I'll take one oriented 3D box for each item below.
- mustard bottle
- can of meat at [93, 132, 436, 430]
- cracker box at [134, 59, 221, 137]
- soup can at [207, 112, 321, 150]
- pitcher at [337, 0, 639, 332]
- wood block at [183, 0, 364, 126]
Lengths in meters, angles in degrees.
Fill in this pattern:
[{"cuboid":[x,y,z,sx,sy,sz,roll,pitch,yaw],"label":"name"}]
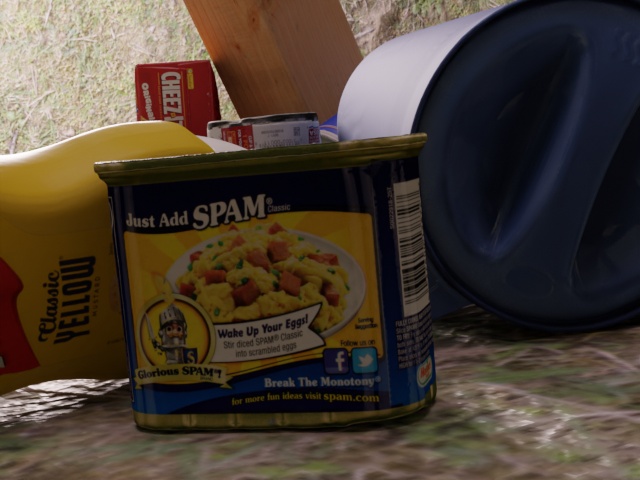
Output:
[{"cuboid":[-0.125,0.014,0.361,0.191,0.096,0.058,-10,33,-36],"label":"mustard bottle"},{"cuboid":[-0.015,0.012,0.337,0.102,0.084,0.057,-4,5,17],"label":"can of meat"},{"cuboid":[-0.122,-0.075,0.978,0.072,0.164,0.214,-4,5,-3],"label":"cracker box"},{"cuboid":[-0.030,-0.022,0.633,0.068,0.102,0.068,-6,5,0],"label":"soup can"},{"cuboid":[0.072,-0.042,0.517,0.149,0.145,0.243,1,9,-9],"label":"pitcher"},{"cuboid":[-0.023,-0.145,0.924,0.090,0.206,0.090,0,35,45],"label":"wood block"}]
